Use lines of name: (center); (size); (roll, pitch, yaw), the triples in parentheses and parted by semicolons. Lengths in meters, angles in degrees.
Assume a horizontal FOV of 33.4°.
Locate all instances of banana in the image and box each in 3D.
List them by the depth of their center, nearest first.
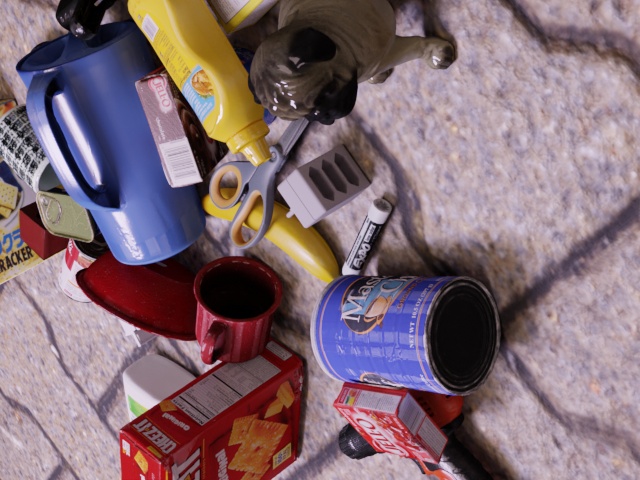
banana: (-0.051, -0.011, 1.084); (0.198, 0.037, 0.070); (35, 135, 26)

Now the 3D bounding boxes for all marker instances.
marker: (0.038, 0.010, 1.012); (0.020, 0.020, 0.121); (41, 133, 20)

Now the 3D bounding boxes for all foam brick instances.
foam brick: (-0.330, -0.023, 1.335); (0.053, 0.078, 0.051); (37, 137, 24)

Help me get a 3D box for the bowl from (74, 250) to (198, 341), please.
bowl: (-0.192, 0.050, 1.208); (0.162, 0.161, 0.055); (33, 101, 28)

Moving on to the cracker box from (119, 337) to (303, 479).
cracker box: (-0.113, 0.224, 1.159); (0.072, 0.213, 0.164); (30, 133, 30)

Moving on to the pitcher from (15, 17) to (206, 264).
pitcher: (-0.212, -0.094, 1.106); (0.145, 0.149, 0.243); (32, 146, 59)

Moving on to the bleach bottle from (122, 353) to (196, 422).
bleach bottle: (-0.201, 0.271, 1.402); (0.103, 0.068, 0.251); (28, 134, 32)

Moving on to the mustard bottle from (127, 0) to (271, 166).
mustard bottle: (-0.102, -0.152, 0.971); (0.191, 0.058, 0.096); (58, 157, 1)

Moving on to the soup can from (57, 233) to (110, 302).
soup can: (-0.284, 0.024, 1.324); (0.068, 0.068, 0.102); (48, 140, 13)

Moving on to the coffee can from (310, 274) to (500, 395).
coffee can: (0.075, 0.082, 0.961); (0.141, 0.102, 0.103); (-1, 113, 46)

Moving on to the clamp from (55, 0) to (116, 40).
clamp: (-0.207, -0.257, 1.048); (0.036, 0.164, 0.210); (43, 169, -23)

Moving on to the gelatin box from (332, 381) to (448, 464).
gelatin box: (0.065, 0.167, 0.975); (0.073, 0.030, 0.089); (4, 145, 40)

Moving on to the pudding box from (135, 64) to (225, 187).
pudding box: (-0.138, -0.119, 1.062); (0.039, 0.090, 0.113); (-11, 108, 15)

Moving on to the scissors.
scissors: (-0.056, -0.086, 1.033); (0.096, 0.016, 0.202); (40, 121, 32)

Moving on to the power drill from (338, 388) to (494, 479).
power drill: (0.111, 0.234, 1.055); (0.187, 0.057, 0.185); (55, 140, 5)

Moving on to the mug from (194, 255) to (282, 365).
mug: (-0.095, 0.085, 1.135); (0.093, 0.117, 0.081); (20, 136, 9)

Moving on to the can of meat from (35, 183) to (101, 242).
can of meat: (-0.268, -0.044, 1.251); (0.102, 0.083, 0.057); (9, 121, 43)
